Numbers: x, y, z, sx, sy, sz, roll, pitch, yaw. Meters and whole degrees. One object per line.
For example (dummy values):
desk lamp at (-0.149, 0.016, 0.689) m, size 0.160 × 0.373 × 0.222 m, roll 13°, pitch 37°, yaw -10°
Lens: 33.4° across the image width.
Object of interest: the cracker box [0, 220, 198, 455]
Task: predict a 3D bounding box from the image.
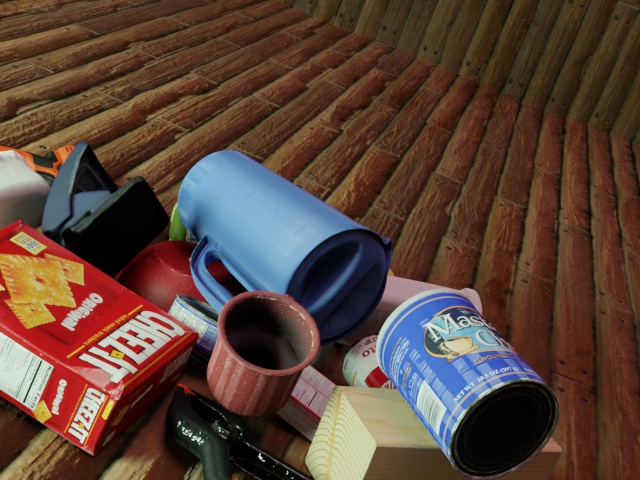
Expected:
cracker box at (-0.239, 0.078, 0.960) m, size 0.214 × 0.072 × 0.164 m, roll 30°, pitch 23°, yaw 8°

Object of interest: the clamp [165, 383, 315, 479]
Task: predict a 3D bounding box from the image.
clamp at (-0.075, 0.182, 0.929) m, size 0.120 × 0.039 × 0.172 m, roll 25°, pitch 11°, yaw -37°

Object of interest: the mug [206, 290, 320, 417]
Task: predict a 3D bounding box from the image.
mug at (-0.052, 0.098, 0.971) m, size 0.093 × 0.082 × 0.117 m, roll 24°, pitch 44°, yaw 1°

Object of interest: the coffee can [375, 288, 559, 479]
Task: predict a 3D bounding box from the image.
coffee can at (0.123, 0.120, 0.915) m, size 0.102 × 0.103 × 0.140 m, roll 8°, pitch 25°, yaw -29°

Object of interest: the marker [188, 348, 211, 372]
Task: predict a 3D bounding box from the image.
marker at (-0.111, 0.122, 1.065) m, size 0.121 × 0.020 × 0.020 m, roll 29°, pitch 23°, yaw 22°

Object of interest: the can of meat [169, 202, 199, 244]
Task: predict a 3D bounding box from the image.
can of meat at (-0.135, -0.003, 1.295) m, size 0.083 × 0.057 × 0.102 m, roll 9°, pitch 23°, yaw -20°

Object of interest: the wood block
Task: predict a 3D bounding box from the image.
wood block at (0.104, 0.198, 0.980) m, size 0.205 × 0.091 × 0.090 m, roll 8°, pitch 25°, yaw -29°

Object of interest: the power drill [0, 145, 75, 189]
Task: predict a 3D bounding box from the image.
power drill at (-0.351, -0.074, 1.272) m, size 0.187 × 0.057 × 0.185 m, roll 12°, pitch 19°, yaw -29°

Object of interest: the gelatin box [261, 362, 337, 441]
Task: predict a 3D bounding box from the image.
gelatin box at (-0.023, 0.149, 1.044) m, size 0.089 × 0.030 × 0.073 m, roll 37°, pitch 22°, yaw 1°

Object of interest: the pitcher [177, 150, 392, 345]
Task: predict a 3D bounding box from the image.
pitcher at (-0.057, 0.001, 1.124) m, size 0.149 × 0.145 × 0.243 m, roll 19°, pitch 12°, yaw -46°

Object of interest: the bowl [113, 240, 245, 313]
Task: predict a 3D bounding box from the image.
bowl at (-0.145, 0.045, 1.172) m, size 0.162 × 0.055 × 0.162 m, roll 18°, pitch 21°, yaw -7°

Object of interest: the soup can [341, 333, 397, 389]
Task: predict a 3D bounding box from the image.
soup can at (0.071, 0.150, 1.098) m, size 0.068 × 0.068 × 0.102 m, roll 8°, pitch 24°, yaw -29°

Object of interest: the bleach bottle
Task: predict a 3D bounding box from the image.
bleach bottle at (0.048, 0.075, 1.209) m, size 0.250 × 0.103 × 0.068 m, roll 16°, pitch 30°, yaw -11°

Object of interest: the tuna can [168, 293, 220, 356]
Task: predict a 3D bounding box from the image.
tuna can at (-0.113, 0.088, 1.071) m, size 0.086 × 0.034 × 0.086 m, roll 29°, pitch 2°, yaw -1°
